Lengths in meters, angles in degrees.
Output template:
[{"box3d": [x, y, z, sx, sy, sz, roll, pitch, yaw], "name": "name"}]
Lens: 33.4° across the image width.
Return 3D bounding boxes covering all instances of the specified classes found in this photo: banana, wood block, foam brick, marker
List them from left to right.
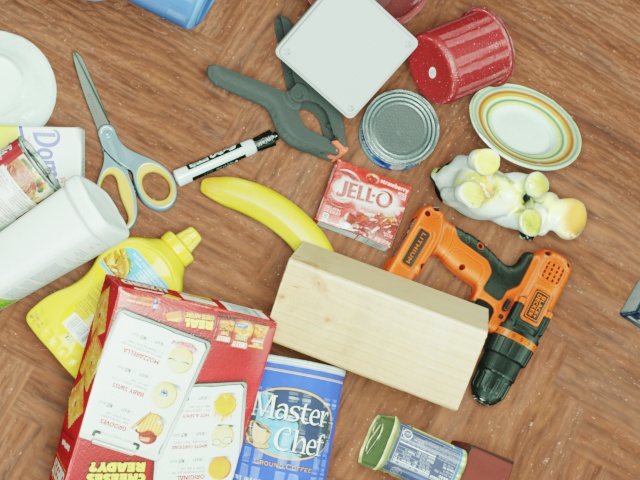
[{"box3d": [-0.101, -0.090, 1.156, 0.121, 0.020, 0.020, -24, 86, -10], "name": "marker"}, {"box3d": [-0.041, -0.008, 1.144, 0.069, 0.037, 0.198, -41, 89, -13], "name": "banana"}, {"box3d": [0.058, 0.084, 1.083, 0.206, 0.090, 0.090, 20, 105, 4], "name": "wood block"}, {"box3d": [0.161, 0.244, 1.118, 0.053, 0.078, 0.051, 22, 80, -2], "name": "foam brick"}]

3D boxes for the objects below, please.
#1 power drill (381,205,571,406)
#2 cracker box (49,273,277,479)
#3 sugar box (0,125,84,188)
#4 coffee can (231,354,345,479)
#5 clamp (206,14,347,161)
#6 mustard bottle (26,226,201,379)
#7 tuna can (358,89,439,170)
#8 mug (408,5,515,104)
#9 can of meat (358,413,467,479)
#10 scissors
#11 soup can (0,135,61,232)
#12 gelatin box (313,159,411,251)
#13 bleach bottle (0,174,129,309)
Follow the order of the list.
[{"box3d": [0.157, 0.062, 1.155, 0.187, 0.057, 0.184, 30, 80, -5], "name": "power drill"}, {"box3d": [-0.153, 0.155, 1.029, 0.164, 0.072, 0.214, 14, 95, -24], "name": "cracker box"}, {"box3d": [-0.334, -0.073, 1.104, 0.176, 0.048, 0.093, 0, 93, -5], "name": "sugar box"}, {"box3d": [-0.036, 0.192, 1.085, 0.102, 0.103, 0.140, 11, 81, -6], "name": "coffee can"}, {"box3d": [-0.041, -0.152, 1.158, 0.120, 0.039, 0.171, -32, 86, -19], "name": "clamp"}, {"box3d": [-0.201, 0.053, 1.103, 0.191, 0.058, 0.096, -41, 92, -11], "name": "mustard bottle"}, {"box3d": [0.086, -0.121, 1.179, 0.086, 0.034, 0.086, 1, 82, -8], "name": "tuna can"}, {"box3d": [0.143, -0.203, 1.167, 0.081, 0.093, 0.117, -26, 43, -25], "name": "mug"}, {"box3d": [0.094, 0.223, 1.101, 0.084, 0.102, 0.057, 25, 79, -6], "name": "can of meat"}, {"box3d": [-0.208, -0.108, 1.146, 0.096, 0.016, 0.202, -6, 83, -10], "name": "scissors"}, {"box3d": [-0.317, -0.046, 1.051, 0.102, 0.068, 0.068, -35, 88, -2], "name": "soup can"}, {"box3d": [0.045, -0.039, 1.164, 0.089, 0.030, 0.073, 21, 79, -5], "name": "gelatin box"}, {"box3d": [-0.316, 0.033, 1.054, 0.251, 0.102, 0.068, -32, 79, 3], "name": "bleach bottle"}]
